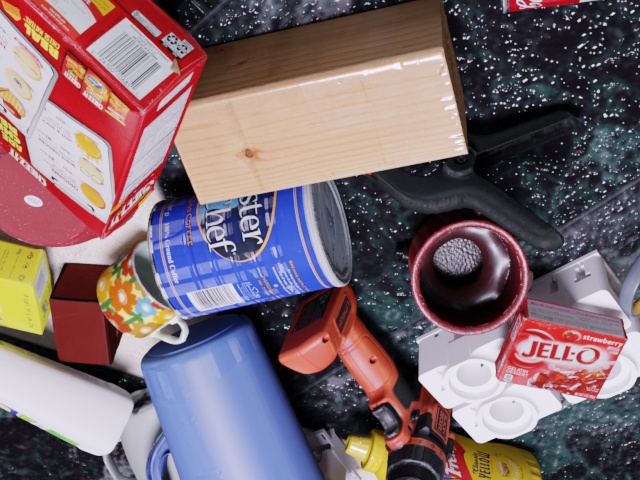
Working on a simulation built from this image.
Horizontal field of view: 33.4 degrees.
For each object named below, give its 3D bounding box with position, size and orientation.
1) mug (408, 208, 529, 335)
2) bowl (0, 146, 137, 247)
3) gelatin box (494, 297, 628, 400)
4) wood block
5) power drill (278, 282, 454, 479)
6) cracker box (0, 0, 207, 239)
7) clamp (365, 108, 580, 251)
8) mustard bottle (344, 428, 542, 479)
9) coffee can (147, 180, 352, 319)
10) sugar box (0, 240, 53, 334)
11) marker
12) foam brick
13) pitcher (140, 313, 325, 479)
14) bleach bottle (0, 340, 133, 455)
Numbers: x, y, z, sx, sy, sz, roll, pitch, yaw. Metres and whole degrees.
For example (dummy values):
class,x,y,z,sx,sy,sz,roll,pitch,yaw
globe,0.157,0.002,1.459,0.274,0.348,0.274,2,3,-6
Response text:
class,x,y,z,sx,sy,sz,roll,pitch,yaw
mug,0.117,0.010,0.867,0.093,0.081,0.117,9,101,-3
bowl,-0.228,-0.049,0.883,0.162,0.055,0.162,3,127,4
gelatin box,0.197,0.091,0.882,0.089,0.030,0.073,12,127,-4
wood block,-0.001,-0.103,0.797,0.206,0.090,0.091,-10,126,13
power drill,0.045,0.140,0.930,0.057,0.184,0.187,-31,109,25
cracker box,-0.175,-0.113,0.738,0.164,0.072,0.214,43,152,2
clamp,0.118,-0.063,0.827,0.172,0.120,0.039,16,151,16
mustard bottle,0.116,0.221,1.026,0.191,0.096,0.058,17,127,-7
coffee can,-0.056,0.001,0.873,0.140,0.102,0.103,-13,125,15
sugar box,-0.329,0.028,0.939,0.176,0.048,0.093,10,146,-1
marker,0.123,0.022,0.923,0.121,0.020,0.020,13,127,-4
foam brick,-0.211,0.067,0.971,0.051,0.053,0.078,4,128,3
pitcher,-0.081,0.198,0.971,0.149,0.145,0.243,-25,100,-22
bleach bottle,-0.300,0.117,0.974,0.250,0.068,0.103,30,165,-22
